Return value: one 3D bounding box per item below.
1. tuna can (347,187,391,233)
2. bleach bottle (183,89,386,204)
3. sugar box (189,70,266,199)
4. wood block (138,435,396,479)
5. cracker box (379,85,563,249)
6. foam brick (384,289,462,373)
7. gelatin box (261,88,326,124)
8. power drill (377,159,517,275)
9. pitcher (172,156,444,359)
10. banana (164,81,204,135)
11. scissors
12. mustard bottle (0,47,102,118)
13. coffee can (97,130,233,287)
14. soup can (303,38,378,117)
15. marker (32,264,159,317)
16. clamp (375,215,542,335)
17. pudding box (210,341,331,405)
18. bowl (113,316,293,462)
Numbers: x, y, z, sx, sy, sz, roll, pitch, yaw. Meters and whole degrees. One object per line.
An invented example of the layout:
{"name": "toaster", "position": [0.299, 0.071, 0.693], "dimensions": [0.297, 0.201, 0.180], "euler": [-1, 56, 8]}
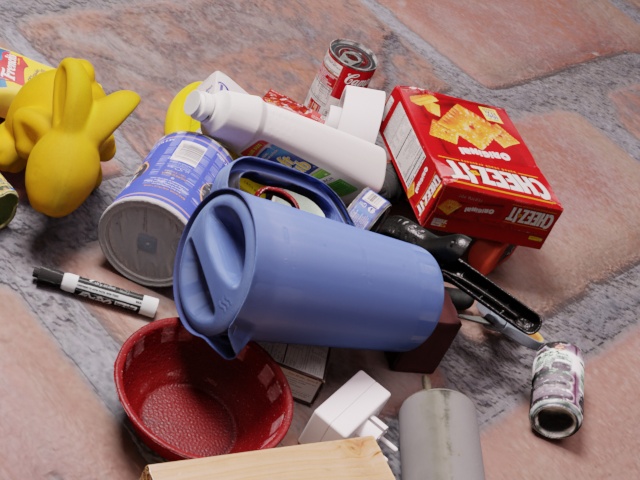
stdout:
{"name": "tuna can", "position": [0.043, -0.015, 1.191], "dimensions": [0.034, 0.086, 0.086], "euler": [35, 37, 9]}
{"name": "bleach bottle", "position": [-0.046, -0.108, 1.178], "dimensions": [0.250, 0.103, 0.068], "euler": [20, 70, -39]}
{"name": "sugar box", "position": [-0.104, -0.113, 1.227], "dimensions": [0.093, 0.048, 0.176], "euler": [38, 34, -29]}
{"name": "wood block", "position": [-0.042, 0.226, 0.845], "dimensions": [0.205, 0.090, 0.091], "euler": [-1, 45, -32]}
{"name": "cracker box", "position": [0.176, -0.093, 1.282], "dimensions": [0.164, 0.072, 0.214], "euler": [10, 36, -22]}
{"name": "foam brick", "position": [0.102, 0.092, 1.104], "dimensions": [0.051, 0.078, 0.053], "euler": [6, 41, -23]}
{"name": "gelatin box", "position": [-0.041, -0.148, 1.348], "dimensions": [0.089, 0.030, 0.073], "euler": [28, 37, 3]}
{"name": "power drill", "position": [0.148, -0.037, 1.304], "dimensions": [0.188, 0.057, 0.184], "euler": [40, 39, 18]}
{"name": "pitcher", "position": [-0.004, 0.028, 0.994], "dimensions": [0.242, 0.149, 0.145], "euler": [12, 21, -37]}
{"name": "banana", "position": [-0.150, -0.143, 1.270], "dimensions": [0.069, 0.037, 0.197], "euler": [24, 37, -3]}
{"name": "scissors", "position": [0.177, 0.079, 1.156], "dimensions": [0.201, 0.016, 0.096], "euler": [23, 15, -46]}
{"name": "mustard bottle", "position": [-0.343, -0.171, 1.172], "dimensions": [0.191, 0.058, 0.096], "euler": [20, 37, -8]}
{"name": "coffee can", "position": [-0.151, -0.034, 1.083], "dimensions": [0.103, 0.103, 0.140], "euler": [25, 36, -2]}
{"name": "soup can", "position": [0.025, -0.202, 1.392], "dimensions": [0.068, 0.102, 0.068], "euler": [16, 38, -13]}
{"name": "marker", "position": [-0.214, 0.048, 1.017], "dimensions": [0.121, 0.020, 0.020], "euler": [18, 37, -11]}
{"name": "clamp", "position": [0.122, 0.014, 1.108], "dimensions": [0.210, 0.036, 0.164], "euler": [31, -11, 45]}
{"name": "pudding box", "position": [-0.046, 0.100, 1.038], "dimensions": [0.113, 0.039, 0.090], "euler": [21, 36, -5]}
{"name": "bowl", "position": [-0.108, 0.144, 0.933], "dimensions": [0.162, 0.055, 0.162], "euler": [16, 38, -13]}
